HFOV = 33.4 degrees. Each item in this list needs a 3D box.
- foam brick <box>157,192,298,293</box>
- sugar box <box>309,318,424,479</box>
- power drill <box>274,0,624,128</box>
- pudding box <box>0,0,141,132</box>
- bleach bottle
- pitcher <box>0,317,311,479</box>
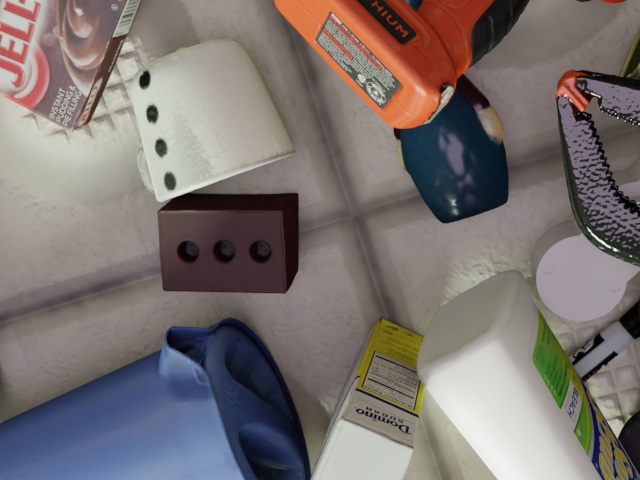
[{"bbox_3d":[-0.054,0.001,0.653,0.078,0.051,0.053,0,104,7],"label":"foam brick"},{"bbox_3d":[0.025,0.115,0.606,0.048,0.176,0.093,22,105,1],"label":"sugar box"},{"bbox_3d":[0.067,-0.163,0.554,0.187,0.057,0.184,-42,86,-18],"label":"power drill"},{"bbox_3d":[-0.162,-0.135,0.641,0.090,0.039,0.113,27,106,0],"label":"pudding box"},{"bbox_3d":[0.154,0.144,0.623,0.068,0.102,0.251,-32,100,25],"label":"bleach bottle"},{"bbox_3d":[-0.131,0.158,0.666,0.243,0.145,0.149,-22,78,14],"label":"pitcher"}]
